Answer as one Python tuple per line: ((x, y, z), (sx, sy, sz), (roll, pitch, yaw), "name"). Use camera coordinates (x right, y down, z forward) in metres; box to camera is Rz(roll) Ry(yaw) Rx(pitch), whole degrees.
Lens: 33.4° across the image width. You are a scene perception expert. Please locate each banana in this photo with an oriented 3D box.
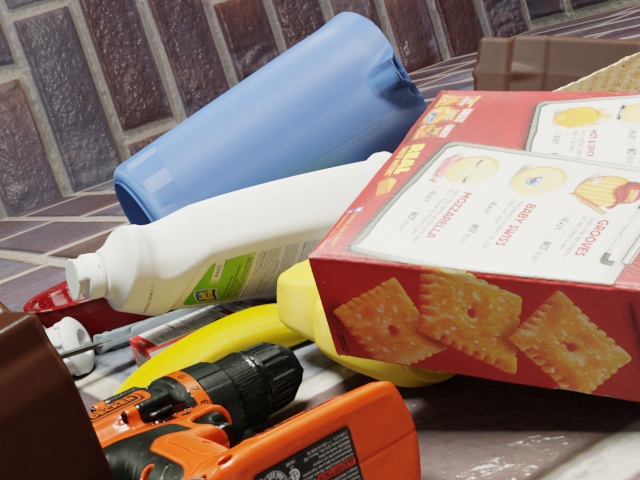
((-0.073, 0.080, 0.703), (0.197, 0.037, 0.070), (-26, 13, -36), "banana")

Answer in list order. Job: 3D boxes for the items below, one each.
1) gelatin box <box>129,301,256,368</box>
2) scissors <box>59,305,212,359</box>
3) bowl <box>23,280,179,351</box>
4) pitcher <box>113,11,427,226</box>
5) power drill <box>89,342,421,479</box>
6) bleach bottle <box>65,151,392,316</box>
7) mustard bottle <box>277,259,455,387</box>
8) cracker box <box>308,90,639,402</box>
((-0.089, 0.073, 0.785), (0.089, 0.030, 0.073), (-21, 10, -19), "gelatin box")
((-0.163, 0.079, 0.842), (0.201, 0.016, 0.096), (-17, -4, -20), "scissors")
((-0.177, 0.056, 0.946), (0.162, 0.055, 0.162), (-17, 11, 3), "bowl")
((-0.043, -0.070, 0.876), (0.242, 0.149, 0.145), (-34, 51, -17), "pitcher")
((-0.041, 0.098, 0.516), (0.184, 0.057, 0.188), (-25, 11, -36), "power drill")
((-0.055, 0.001, 0.764), (0.250, 0.068, 0.103), (-10, -37, -28), "bleach bottle")
((0.041, 0.046, 0.627), (0.096, 0.058, 0.192), (-2, 7, -15), "mustard bottle")
((0.127, -0.004, 0.509), (0.214, 0.072, 0.164), (6, 38, 31), "cracker box")
